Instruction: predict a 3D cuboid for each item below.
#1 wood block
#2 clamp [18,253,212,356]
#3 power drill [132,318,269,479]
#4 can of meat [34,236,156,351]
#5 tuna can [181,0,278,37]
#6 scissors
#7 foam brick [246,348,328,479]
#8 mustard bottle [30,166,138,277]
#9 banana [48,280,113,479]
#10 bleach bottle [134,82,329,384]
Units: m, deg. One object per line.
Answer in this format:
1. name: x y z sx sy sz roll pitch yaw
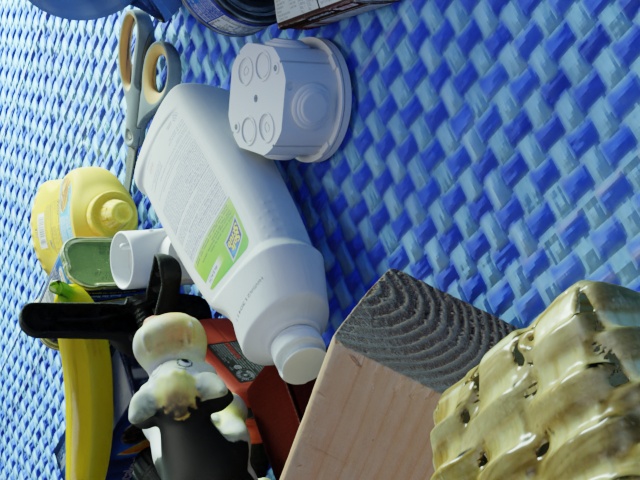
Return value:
1. wood block: 0.030 0.132 0.559 0.091 0.090 0.206 26 119 12
2. clamp: -0.139 0.059 0.782 0.171 0.120 0.039 64 -164 -66
3. power drill: -0.081 0.155 0.790 0.185 0.057 0.188 36 125 45
4. can of meat: -0.178 0.043 0.886 0.084 0.101 0.057 -56 47 40
5. tuna can: -0.051 -0.177 0.689 0.034 0.085 0.086 -7 87 55
6. scissors: -0.148 -0.092 0.905 0.096 0.016 0.202 25 119 48
7. foam brick: -0.005 0.114 0.675 0.053 0.051 0.078 -51 51 46
8. mustard bottle: -0.207 -0.016 0.949 0.192 0.058 0.096 -9 86 61
9. banana: -0.188 0.115 0.830 0.037 0.069 0.198 2 107 18
10. bleach bottle: -0.055 0.001 0.695 0.103 0.068 0.251 -64 35 29
